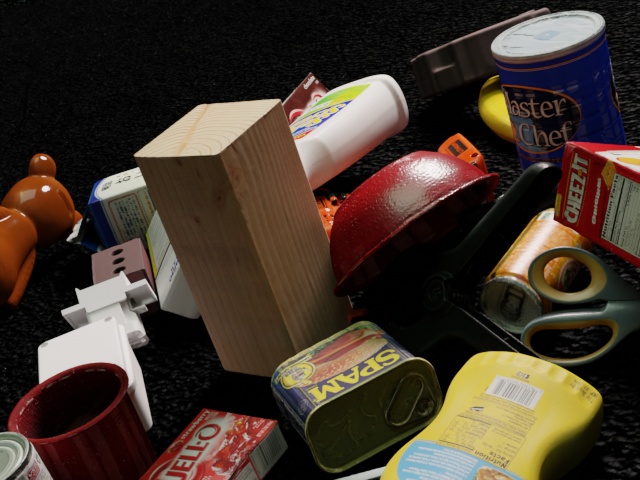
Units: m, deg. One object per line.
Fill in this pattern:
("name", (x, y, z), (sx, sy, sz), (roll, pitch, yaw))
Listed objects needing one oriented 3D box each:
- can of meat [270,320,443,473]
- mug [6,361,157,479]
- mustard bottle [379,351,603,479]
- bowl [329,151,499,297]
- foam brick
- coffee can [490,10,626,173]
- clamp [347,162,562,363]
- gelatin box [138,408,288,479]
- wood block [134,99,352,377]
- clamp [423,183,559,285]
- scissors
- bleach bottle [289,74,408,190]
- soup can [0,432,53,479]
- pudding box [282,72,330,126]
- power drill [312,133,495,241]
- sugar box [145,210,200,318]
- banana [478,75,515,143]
("can of meat", (0.023, 0.109, 0.769), (0.102, 0.057, 0.084), (-26, 25, -13))
("mug", (-0.183, 0.154, 0.792), (0.117, 0.081, 0.093), (-18, 26, 3))
("mustard bottle", (0.090, 0.147, 0.645), (0.096, 0.058, 0.191), (17, 42, 32))
("bowl", (0.063, -0.023, 0.855), (0.162, 0.055, 0.162), (-33, -12, -8))
("foam brick", (-0.190, 0.041, 1.048), (0.053, 0.051, 0.078), (-21, 26, -5))
("coffee can", (0.224, -0.128, 0.992), (0.103, 0.140, 0.103), (-15, 26, 8))
("clamp", (0.101, 0.050, 0.793), (0.210, 0.036, 0.164), (-26, 57, 43))
("gelatin box", (-0.078, 0.161, 0.764), (0.073, 0.030, 0.089), (2, 33, 37))
("wood block", (-0.056, 0.001, 0.859), (0.090, 0.206, 0.090), (2, 34, 37))
("clamp", (0.158, -0.021, 0.896), (0.171, 0.039, 0.120), (-29, -7, -18))
("scissors", (0.236, 0.034, 0.757), (0.202, 0.096, 0.016), (-17, -16, 8))
("bleach bottle", (-0.002, -0.090, 1.052), (0.103, 0.068, 0.250), (-13, 18, 31))
("soup can", (-0.205, 0.189, 0.716), (0.068, 0.102, 0.068), (-15, 27, 8))
("pudding box", (-0.007, -0.127, 1.201), (0.039, 0.090, 0.113), (-40, 11, 33))
("power drill", (0.063, -0.043, 1.036), (0.187, 0.057, 0.184), (-21, 22, 0))
("sugar box", (-0.130, -0.003, 1.049), (0.048, 0.093, 0.176), (19, 18, -23))
("banana", (0.206, -0.144, 1.153), (0.070, 0.037, 0.197), (-15, 26, 13))
